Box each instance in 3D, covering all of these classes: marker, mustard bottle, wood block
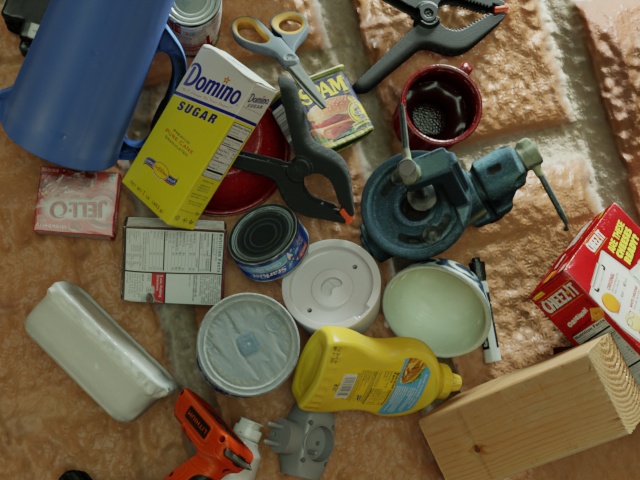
[{"bbox_3d":[0.187,0.079,1.218,0.020,0.020,0.121,-7,82,-8],"label":"marker"},{"bbox_3d":[0.071,0.146,1.154,0.191,0.058,0.096,10,118,-27],"label":"mustard bottle"},{"bbox_3d":[0.220,0.182,1.113,0.206,0.090,0.091,-28,85,31],"label":"wood block"}]

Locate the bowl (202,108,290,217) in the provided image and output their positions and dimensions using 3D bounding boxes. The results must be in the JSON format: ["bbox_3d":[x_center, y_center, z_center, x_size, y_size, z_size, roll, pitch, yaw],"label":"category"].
[{"bbox_3d":[-0.112,-0.110,1.196,0.162,0.055,0.162,1,81,-6],"label":"bowl"}]

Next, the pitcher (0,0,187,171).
[{"bbox_3d":[-0.222,-0.200,1.108,0.145,0.149,0.243,38,114,21],"label":"pitcher"}]

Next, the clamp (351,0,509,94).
[{"bbox_3d":[0.116,-0.269,1.256,0.209,0.036,0.164,-14,83,-11],"label":"clamp"}]

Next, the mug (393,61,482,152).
[{"bbox_3d":[0.135,-0.154,1.217,0.093,0.081,0.117,33,79,-1],"label":"mug"}]

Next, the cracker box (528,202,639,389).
[{"bbox_3d":[0.350,0.086,1.176,0.214,0.072,0.164,46,44,3],"label":"cracker box"}]

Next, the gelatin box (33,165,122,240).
[{"bbox_3d":[-0.267,-0.041,1.179,0.089,0.030,0.073,5,81,-6],"label":"gelatin box"}]

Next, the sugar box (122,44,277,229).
[{"bbox_3d":[-0.129,-0.109,1.120,0.093,0.048,0.176,39,105,32],"label":"sugar box"}]

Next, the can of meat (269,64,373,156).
[{"bbox_3d":[0.001,-0.139,1.201,0.101,0.058,0.084,-27,87,-35],"label":"can of meat"}]

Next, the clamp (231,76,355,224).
[{"bbox_3d":[-0.020,-0.090,1.142,0.171,0.039,0.120,35,114,-9],"label":"clamp"}]

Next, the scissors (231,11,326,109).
[{"bbox_3d":[-0.022,-0.208,1.189,0.096,0.016,0.202,-29,49,-27],"label":"scissors"}]

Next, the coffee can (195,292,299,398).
[{"bbox_3d":[-0.079,0.113,1.120,0.102,0.140,0.103,1,81,-7],"label":"coffee can"}]

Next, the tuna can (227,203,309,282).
[{"bbox_3d":[-0.058,0.001,1.171,0.086,0.033,0.086,-13,50,16],"label":"tuna can"}]

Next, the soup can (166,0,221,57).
[{"bbox_3d":[-0.145,-0.252,1.190,0.068,0.102,0.068,1,81,-7],"label":"soup can"}]

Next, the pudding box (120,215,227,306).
[{"bbox_3d":[-0.159,0.023,1.161,0.113,0.039,0.090,3,107,-8],"label":"pudding box"}]

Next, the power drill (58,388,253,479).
[{"bbox_3d":[-0.171,0.245,1.085,0.187,0.057,0.185,-49,49,-4],"label":"power drill"}]
